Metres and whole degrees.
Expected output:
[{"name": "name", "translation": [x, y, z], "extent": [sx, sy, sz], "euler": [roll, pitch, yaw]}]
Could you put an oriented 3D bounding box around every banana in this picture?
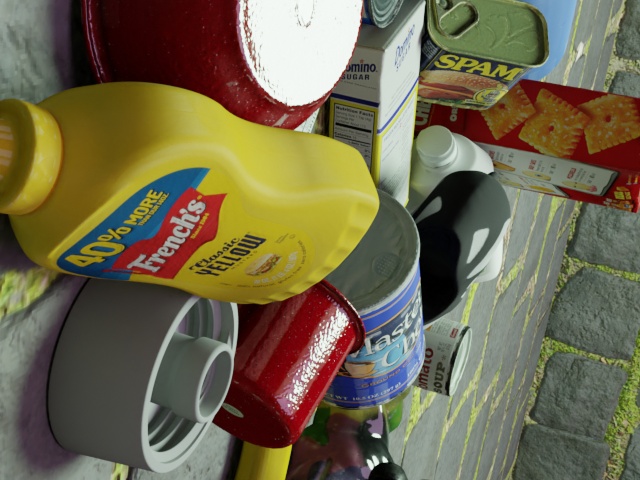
[{"name": "banana", "translation": [-0.048, 0.167, 0.753], "extent": [0.069, 0.037, 0.198], "euler": [32, 75, -73]}]

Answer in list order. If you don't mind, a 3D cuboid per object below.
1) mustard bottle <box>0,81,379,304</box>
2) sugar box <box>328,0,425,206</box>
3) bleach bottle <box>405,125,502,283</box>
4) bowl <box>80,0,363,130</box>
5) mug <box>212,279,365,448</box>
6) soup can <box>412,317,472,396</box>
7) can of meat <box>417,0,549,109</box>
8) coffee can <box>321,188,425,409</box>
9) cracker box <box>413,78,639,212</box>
[{"name": "mustard bottle", "translation": [-0.067, -0.019, 0.433], "extent": [0.191, 0.096, 0.058], "euler": [14, 49, -50]}, {"name": "sugar box", "translation": [0.039, -0.084, 0.792], "extent": [0.093, 0.048, 0.176], "euler": [-55, 151, -50]}, {"name": "bleach bottle", "translation": [0.108, -0.032, 0.953], "extent": [0.250, 0.103, 0.068], "euler": [60, 32, -65]}, {"name": "bowl", "translation": [-0.028, -0.107, 0.478], "extent": [0.161, 0.055, 0.162], "euler": [-22, 119, -49]}, {"name": "mug", "translation": [-0.034, 0.061, 0.627], "extent": [0.081, 0.093, 0.117], "euler": [-57, 149, -31]}, {"name": "soup can", "translation": [0.080, 0.096, 0.973], "extent": [0.068, 0.102, 0.068], "euler": [16, 90, -72]}, {"name": "can of meat", "translation": [0.113, -0.147, 0.835], "extent": [0.084, 0.102, 0.057], "euler": [135, -41, -61]}, {"name": "coffee can", "translation": [0.020, 0.042, 0.746], "extent": [0.140, 0.103, 0.102], "euler": [79, 32, -55]}, {"name": "cracker box", "translation": [0.188, -0.093, 0.958], "extent": [0.164, 0.214, 0.072], "euler": [33, 72, -72]}]
